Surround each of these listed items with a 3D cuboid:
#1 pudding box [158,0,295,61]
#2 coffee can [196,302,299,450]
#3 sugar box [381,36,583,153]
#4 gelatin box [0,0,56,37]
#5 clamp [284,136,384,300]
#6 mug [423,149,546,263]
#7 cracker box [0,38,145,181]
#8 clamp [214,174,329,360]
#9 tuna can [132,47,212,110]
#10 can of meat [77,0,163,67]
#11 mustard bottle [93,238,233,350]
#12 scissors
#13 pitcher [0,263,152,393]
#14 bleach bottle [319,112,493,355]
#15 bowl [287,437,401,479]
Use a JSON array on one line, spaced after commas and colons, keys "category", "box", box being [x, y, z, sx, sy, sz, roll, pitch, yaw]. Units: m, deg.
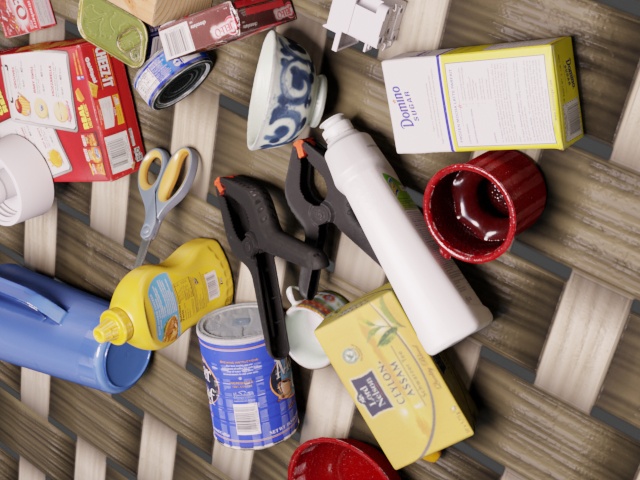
[{"category": "pudding box", "box": [-0.096, -0.219, 1.085, 0.114, 0.089, 0.039, -7, 103, 41]}, {"category": "coffee can", "box": [-0.083, 0.155, 1.234, 0.103, 0.102, 0.140, 8, 115, 36]}, {"category": "sugar box", "box": [0.144, -0.129, 0.966, 0.177, 0.048, 0.093, 4, 112, 41]}, {"category": "gelatin box", "box": [-0.368, -0.299, 1.307, 0.073, 0.030, 0.089, -2, 108, 39]}, {"category": "clamp", "box": [0.001, -0.020, 1.122, 0.120, 0.039, 0.171, -27, 85, 22]}, {"category": "mug", "box": [0.149, -0.028, 0.981, 0.093, 0.081, 0.117, 42, 129, 17]}, {"category": "cracker box", "box": [-0.321, -0.158, 1.305, 0.214, 0.071, 0.164, 3, 112, 39]}, {"category": "clamp", "box": [-0.057, 0.001, 1.141, 0.210, 0.036, 0.165, 64, 145, 26]}, {"category": "tuna can", "box": [-0.159, -0.180, 1.157, 0.034, 0.086, 0.086, 51, 132, 6]}, {"category": "can of meat", "box": [-0.198, -0.238, 1.162, 0.102, 0.083, 0.057, 32, 127, 24]}, {"category": "mustard bottle", "box": [-0.182, 0.071, 1.215, 0.058, 0.191, 0.096, 6, 113, 37]}, {"category": "scissors", "box": [-0.207, -0.025, 1.249, 0.096, 0.016, 0.202, 34, 97, 41]}, {"category": "pitcher", "box": [-0.348, 0.114, 1.407, 0.243, 0.149, 0.145, 14, 106, 30]}, {"category": "bleach bottle", "box": [0.075, -0.012, 1.049, 0.068, 0.102, 0.251, -32, 81, 14]}, {"category": "bowl", "box": [0.041, 0.288, 1.226, 0.162, 0.055, 0.162, 17, 119, 32]}]
